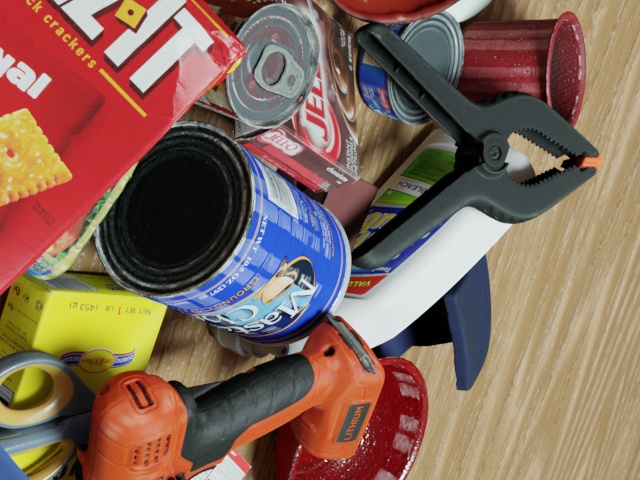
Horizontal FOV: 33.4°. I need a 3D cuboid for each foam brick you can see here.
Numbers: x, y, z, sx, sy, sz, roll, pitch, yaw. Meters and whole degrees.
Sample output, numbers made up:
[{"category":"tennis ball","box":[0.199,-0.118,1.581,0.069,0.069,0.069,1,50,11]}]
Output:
[{"category":"foam brick","box":[-0.006,-0.015,0.747,0.051,0.053,0.078,20,92,-51]}]

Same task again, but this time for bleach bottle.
[{"category":"bleach bottle","box":[0.052,0.023,0.790,0.250,0.103,0.068,-47,139,-24]}]

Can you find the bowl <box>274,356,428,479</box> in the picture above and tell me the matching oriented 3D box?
[{"category":"bowl","box":[0.015,0.158,0.856,0.161,0.055,0.162,-24,126,-39]}]

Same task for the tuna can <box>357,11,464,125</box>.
[{"category":"tuna can","box":[0.066,-0.130,0.785,0.085,0.034,0.086,-24,126,-39]}]

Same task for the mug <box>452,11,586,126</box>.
[{"category":"mug","box":[0.159,-0.137,0.839,0.117,0.082,0.093,-54,138,-41]}]

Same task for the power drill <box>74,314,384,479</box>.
[{"category":"power drill","box":[-0.059,0.128,0.648,0.187,0.057,0.185,-19,144,-33]}]

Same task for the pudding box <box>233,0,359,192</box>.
[{"category":"pudding box","box":[-0.015,-0.097,0.666,0.089,0.039,0.113,31,49,-52]}]

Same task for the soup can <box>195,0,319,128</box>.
[{"category":"soup can","box":[-0.060,-0.108,0.599,0.068,0.102,0.068,-24,125,-39]}]

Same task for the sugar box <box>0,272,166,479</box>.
[{"category":"sugar box","box":[-0.161,0.107,0.640,0.093,0.048,0.176,8,101,-50]}]

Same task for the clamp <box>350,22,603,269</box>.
[{"category":"clamp","box":[0.108,-0.070,0.750,0.209,0.036,0.164,-6,94,-26]}]

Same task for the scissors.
[{"category":"scissors","box":[-0.121,0.086,0.622,0.201,0.016,0.096,-24,128,-37]}]

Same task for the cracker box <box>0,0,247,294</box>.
[{"category":"cracker box","box":[-0.163,-0.068,0.470,0.164,0.072,0.213,46,70,-12]}]

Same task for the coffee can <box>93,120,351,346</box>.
[{"category":"coffee can","box":[-0.054,0.001,0.642,0.103,0.103,0.140,-63,152,-4]}]
